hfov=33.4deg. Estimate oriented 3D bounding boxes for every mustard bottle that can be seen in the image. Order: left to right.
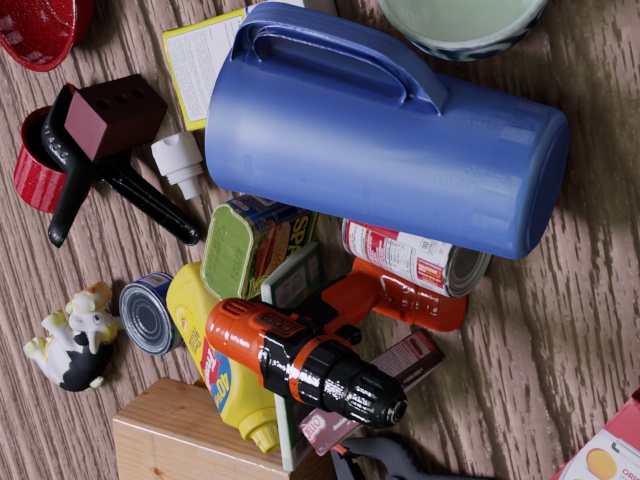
[{"bbox_3d":[-0.086,0.117,1.024,0.192,0.058,0.096,60,148,26],"label":"mustard bottle"}]

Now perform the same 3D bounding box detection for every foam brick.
[{"bbox_3d":[-0.201,-0.121,1.044,0.053,0.078,0.051,47,135,17],"label":"foam brick"}]

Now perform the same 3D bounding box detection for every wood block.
[{"bbox_3d":[-0.095,0.216,1.062,0.206,0.090,0.091,11,117,27],"label":"wood block"}]

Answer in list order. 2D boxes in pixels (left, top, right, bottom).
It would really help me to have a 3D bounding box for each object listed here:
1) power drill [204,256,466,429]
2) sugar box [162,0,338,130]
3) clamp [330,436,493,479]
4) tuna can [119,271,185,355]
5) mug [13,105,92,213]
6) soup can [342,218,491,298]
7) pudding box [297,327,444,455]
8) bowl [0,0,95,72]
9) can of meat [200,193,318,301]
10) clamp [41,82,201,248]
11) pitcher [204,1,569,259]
[{"bbox_3d":[0.032,0.069,0.835,0.185,0.187,0.057,24,122,35],"label":"power drill"},{"bbox_3d":[-0.056,-0.154,0.918,0.177,0.048,0.093,-5,105,40],"label":"sugar box"},{"bbox_3d":[0.081,0.222,0.949,0.120,0.039,0.172,-46,55,-1],"label":"clamp"},{"bbox_3d":[-0.176,0.079,1.141,0.086,0.033,0.086,19,120,36],"label":"tuna can"},{"bbox_3d":[-0.278,-0.092,1.131,0.082,0.093,0.117,125,142,-47],"label":"mug"},{"bbox_3d":[0.077,-0.002,0.845,0.102,0.068,0.068,24,123,33],"label":"soup can"},{"bbox_3d":[0.043,0.131,0.922,0.039,0.089,0.114,53,134,9],"label":"pudding box"},{"bbox_3d":[-0.275,-0.253,1.069,0.162,0.055,0.162,19,121,36],"label":"bowl"},{"bbox_3d":[-0.056,0.001,0.959,0.057,0.083,0.102,35,129,27],"label":"can of meat"},{"bbox_3d":[-0.212,-0.071,1.064,0.036,0.164,0.210,-49,50,34],"label":"clamp"},{"bbox_3d":[0.047,-0.076,0.762,0.243,0.149,0.145,17,101,20],"label":"pitcher"}]
